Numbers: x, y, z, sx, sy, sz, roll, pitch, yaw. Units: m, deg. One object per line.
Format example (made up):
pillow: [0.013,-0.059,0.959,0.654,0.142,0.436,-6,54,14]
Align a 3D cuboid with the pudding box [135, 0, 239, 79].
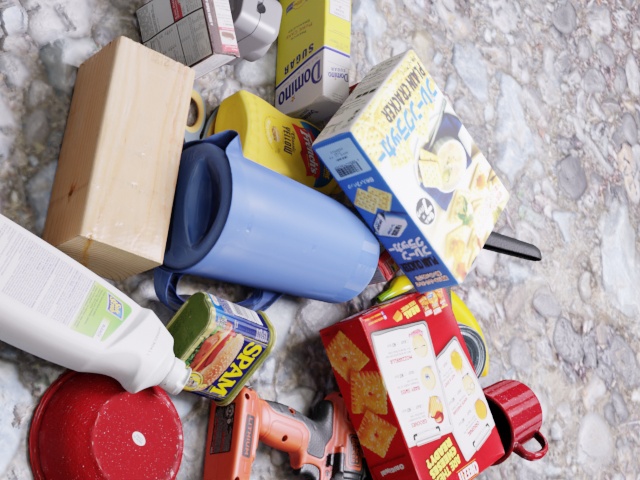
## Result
pudding box: [-0.139,-0.215,1.104,0.039,0.114,0.090,-8,84,-44]

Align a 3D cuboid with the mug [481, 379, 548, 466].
mug: [0.226,0.224,1.296,0.081,0.117,0.093,-15,131,-47]

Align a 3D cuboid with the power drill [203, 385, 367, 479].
power drill: [-0.031,0.235,1.107,0.187,0.057,0.184,22,60,-38]

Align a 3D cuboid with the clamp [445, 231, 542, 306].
clamp: [0.155,-0.008,1.273,0.164,0.036,0.210,-32,85,-17]

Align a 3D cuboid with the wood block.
wood block: [-0.195,-0.077,1.032,0.090,0.091,0.206,22,65,-34]

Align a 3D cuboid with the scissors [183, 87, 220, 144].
scissors: [-0.145,-0.082,1.124,0.096,0.016,0.201,45,52,-25]

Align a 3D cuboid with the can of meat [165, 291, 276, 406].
can of meat: [-0.107,0.105,1.043,0.083,0.102,0.057,26,20,-40]

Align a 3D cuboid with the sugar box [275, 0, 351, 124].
sugar box: [-0.009,-0.225,1.231,0.048,0.094,0.176,17,67,-36]

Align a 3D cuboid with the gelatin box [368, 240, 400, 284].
gelatin box: [0.061,0.024,1.222,0.073,0.089,0.030,-41,106,-40]

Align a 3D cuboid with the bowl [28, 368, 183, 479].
bowl: [-0.184,0.187,0.990,0.161,0.055,0.162,13,70,-38]

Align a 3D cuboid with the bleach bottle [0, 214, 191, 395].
bleach bottle: [-0.229,0.069,0.945,0.250,0.068,0.102,34,50,-16]

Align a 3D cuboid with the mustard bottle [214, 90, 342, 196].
mustard bottle: [-0.030,-0.092,1.189,0.191,0.058,0.096,21,55,-44]

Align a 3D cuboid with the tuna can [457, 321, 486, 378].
tuna can: [0.157,0.140,1.286,0.086,0.034,0.086,-4,99,-24]

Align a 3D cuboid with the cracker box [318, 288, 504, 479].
cracker box: [0.102,0.170,1.176,0.163,0.072,0.214,-19,90,-49]

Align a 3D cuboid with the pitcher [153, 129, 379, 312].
pitcher: [-0.057,0.001,1.103,0.242,0.149,0.145,19,51,-44]

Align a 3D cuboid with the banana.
banana: [0.149,0.094,1.317,0.197,0.037,0.069,36,82,-25]
